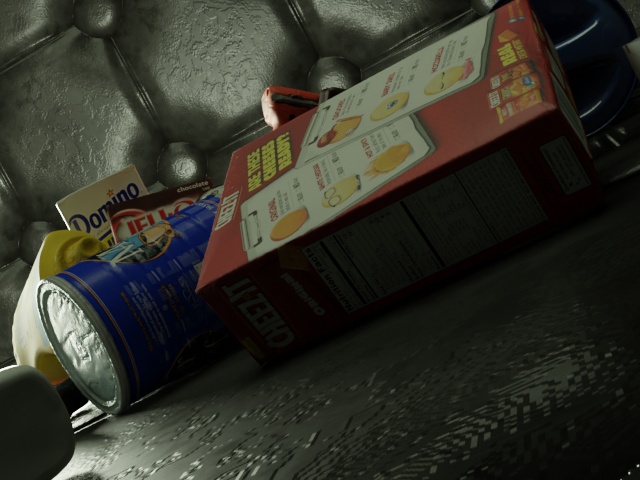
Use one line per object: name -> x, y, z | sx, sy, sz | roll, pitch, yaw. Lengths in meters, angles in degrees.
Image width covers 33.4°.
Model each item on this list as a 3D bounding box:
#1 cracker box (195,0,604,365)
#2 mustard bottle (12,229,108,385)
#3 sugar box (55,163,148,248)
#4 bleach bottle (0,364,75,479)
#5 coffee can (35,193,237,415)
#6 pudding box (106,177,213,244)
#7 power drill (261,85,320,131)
cracker box -> 0.044, -0.037, 0.613 | 0.214, 0.072, 0.164 | -27, 26, 19
mustard bottle -> -0.199, 0.046, 0.833 | 0.058, 0.096, 0.192 | 1, -26, -23
sugar box -> -0.198, 0.018, 1.128 | 0.093, 0.176, 0.048 | -28, 3, -9
bleach bottle -> -0.256, 0.123, 0.647 | 0.251, 0.068, 0.102 | -8, 20, 47
coffee can -> -0.110, 0.042, 0.743 | 0.140, 0.103, 0.103 | -30, 4, -31
pudding box -> -0.151, -0.006, 1.079 | 0.113, 0.090, 0.039 | -15, -27, -11
power drill -> -0.044, -0.054, 1.072 | 0.057, 0.187, 0.184 | 8, -1, -10
